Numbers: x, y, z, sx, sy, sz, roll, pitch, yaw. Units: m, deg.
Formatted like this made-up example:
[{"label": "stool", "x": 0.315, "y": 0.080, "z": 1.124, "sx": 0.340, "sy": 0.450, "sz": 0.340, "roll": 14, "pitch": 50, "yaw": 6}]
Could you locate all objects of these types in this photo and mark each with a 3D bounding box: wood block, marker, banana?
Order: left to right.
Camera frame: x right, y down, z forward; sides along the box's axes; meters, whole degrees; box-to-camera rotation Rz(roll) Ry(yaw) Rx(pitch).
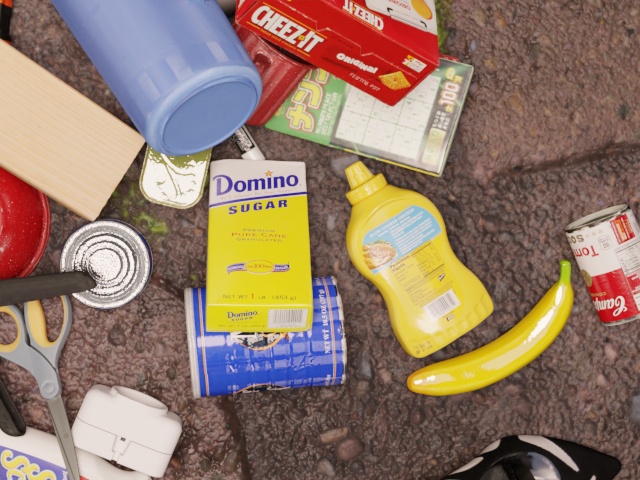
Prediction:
[{"label": "wood block", "x": -0.270, "y": -0.111, "z": 0.933, "sx": 0.205, "sy": 0.090, "sz": 0.091, "roll": 34, "pitch": 83, "yaw": -27}, {"label": "marker", "x": -0.092, "y": -0.125, "z": 1.022, "sx": 0.020, "sy": 0.020, "sz": 0.121, "roll": -32, "pitch": 94, "yaw": -4}, {"label": "banana", "x": 0.177, "y": 0.100, "z": 1.044, "sx": 0.198, "sy": 0.037, "sz": 0.069, "roll": -38, "pitch": 105, "yaw": -1}]

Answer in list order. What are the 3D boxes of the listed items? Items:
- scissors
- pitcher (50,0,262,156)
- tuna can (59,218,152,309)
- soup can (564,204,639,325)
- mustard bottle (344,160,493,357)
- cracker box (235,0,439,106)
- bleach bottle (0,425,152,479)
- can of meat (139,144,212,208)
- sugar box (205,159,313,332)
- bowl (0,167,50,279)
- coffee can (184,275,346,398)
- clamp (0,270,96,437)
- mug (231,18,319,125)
[{"label": "scissors", "x": -0.268, "y": 0.132, "z": 0.986, "sx": 0.096, "sy": 0.016, "sz": 0.202, "roll": -5, "pitch": 74, "yaw": 4}, {"label": "pitcher", "x": -0.145, "y": -0.199, "z": 0.898, "sx": 0.145, "sy": 0.149, "sz": 0.243, "roll": -32, "pitch": 68, "yaw": -3}, {"label": "tuna can", "x": -0.202, "y": 0.022, "z": 1.008, "sx": 0.086, "sy": 0.034, "sz": 0.086, "roll": 0, "pitch": 92, "yaw": -6}, {"label": "soup can", "x": 0.288, "y": 0.023, "z": 1.041, "sx": 0.068, "sy": 0.068, "sz": 0.102, "roll": -23, "pitch": 93, "yaw": -5}, {"label": "mustard bottle", "x": 0.079, "y": 0.010, "z": 1.024, "sx": 0.096, "sy": 0.058, "sz": 0.191, "roll": -32, "pitch": 95, "yaw": -6}, {"label": "cracker box", "x": 0.015, "y": -0.238, "z": 0.923, "sx": 0.164, "sy": 0.072, "sz": 0.213, "roll": 24, "pitch": 46, "yaw": -25}, {"label": "bleach bottle", "x": -0.254, "y": 0.222, "z": 0.995, "sx": 0.250, "sy": 0.068, "sz": 0.102, "roll": 14, "pitch": 91, "yaw": -8}, {"label": "can of meat", "x": -0.129, "y": -0.081, "z": 0.987, "sx": 0.057, "sy": 0.084, "sz": 0.102, "roll": 12, "pitch": 90, "yaw": -6}, {"label": "sugar box", "x": -0.056, "y": 0.001, "z": 0.965, "sx": 0.093, "sy": 0.048, "sz": 0.176, "roll": 1, "pitch": 51, "yaw": -6}, {"label": "bowl", "x": -0.334, "y": -0.020, "z": 0.983, "sx": 0.162, "sy": 0.055, "sz": 0.162, "roll": 0, "pitch": 92, "yaw": -6}, {"label": "coffee can", "x": -0.052, "y": 0.089, "z": 0.990, "sx": 0.140, "sy": 0.103, "sz": 0.103, "roll": -5, "pitch": 92, "yaw": -6}, {"label": "clamp", "x": -0.313, "y": 0.057, "z": 0.945, "sx": 0.210, "sy": 0.036, "sz": 0.164, "roll": 33, "pitch": 96, "yaw": -5}, {"label": "mug", "x": -0.060, "y": -0.155, "z": 0.971, "sx": 0.093, "sy": 0.117, "sz": 0.082, "roll": 35, "pitch": 117, "yaw": -13}]
